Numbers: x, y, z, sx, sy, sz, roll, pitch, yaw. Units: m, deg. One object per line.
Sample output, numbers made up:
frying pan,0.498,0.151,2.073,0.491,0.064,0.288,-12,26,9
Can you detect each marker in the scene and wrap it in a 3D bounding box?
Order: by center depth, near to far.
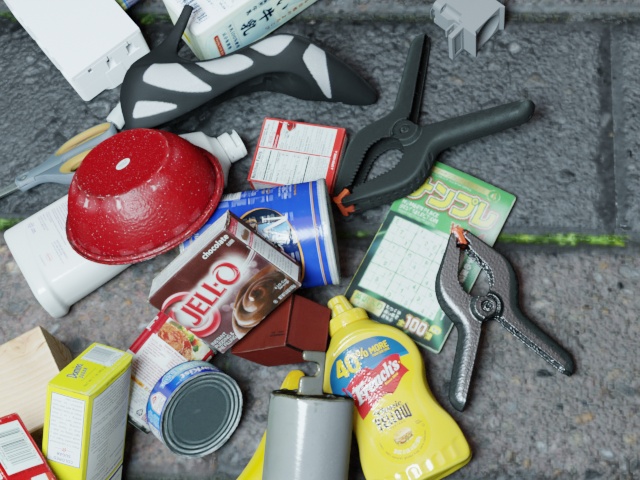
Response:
marker,-0.187,-0.172,1.144,0.020,0.020,0.121,29,76,16

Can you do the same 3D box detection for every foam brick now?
foam brick,-0.038,0.085,0.998,0.078,0.051,0.053,-12,63,43

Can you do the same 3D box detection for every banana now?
banana,-0.064,0.210,0.981,0.070,0.037,0.197,40,79,16

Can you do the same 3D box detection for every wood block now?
wood block,-0.325,0.175,0.997,0.206,0.090,0.091,-28,70,-4

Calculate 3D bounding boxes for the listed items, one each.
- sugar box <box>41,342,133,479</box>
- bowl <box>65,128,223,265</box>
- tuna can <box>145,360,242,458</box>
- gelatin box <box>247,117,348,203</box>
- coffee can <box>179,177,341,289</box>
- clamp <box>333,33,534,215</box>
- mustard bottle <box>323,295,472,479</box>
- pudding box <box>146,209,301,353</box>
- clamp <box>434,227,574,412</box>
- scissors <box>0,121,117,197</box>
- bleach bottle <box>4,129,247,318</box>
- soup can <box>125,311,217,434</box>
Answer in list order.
sugar box,-0.207,0.188,0.931,0.048,0.093,0.176,15,109,10
bowl,-0.174,-0.054,0.995,0.162,0.055,0.162,-11,45,12
tuna can,-0.116,0.154,0.981,0.086,0.086,0.034,-49,40,-11
gelatin box,-0.023,-0.082,1.087,0.089,0.030,0.073,9,72,13
coffee can,-0.057,0.001,1.021,0.140,0.103,0.103,-9,69,3
clamp,0.099,-0.101,1.063,0.165,0.036,0.210,33,78,35
mustard bottle,0.055,0.136,0.983,0.096,0.058,0.192,-29,69,4
pudding box,-0.086,0.038,0.958,0.114,0.090,0.039,-43,25,23
clamp,0.166,0.068,1.001,0.120,0.039,0.171,-8,78,-8
scissors,-0.292,-0.057,1.096,0.201,0.016,0.096,-34,34,-7
bleach bottle,-0.183,-0.030,1.070,0.250,0.068,0.103,-31,66,-7
soup can,-0.155,0.123,1.008,0.068,0.068,0.102,36,78,17
